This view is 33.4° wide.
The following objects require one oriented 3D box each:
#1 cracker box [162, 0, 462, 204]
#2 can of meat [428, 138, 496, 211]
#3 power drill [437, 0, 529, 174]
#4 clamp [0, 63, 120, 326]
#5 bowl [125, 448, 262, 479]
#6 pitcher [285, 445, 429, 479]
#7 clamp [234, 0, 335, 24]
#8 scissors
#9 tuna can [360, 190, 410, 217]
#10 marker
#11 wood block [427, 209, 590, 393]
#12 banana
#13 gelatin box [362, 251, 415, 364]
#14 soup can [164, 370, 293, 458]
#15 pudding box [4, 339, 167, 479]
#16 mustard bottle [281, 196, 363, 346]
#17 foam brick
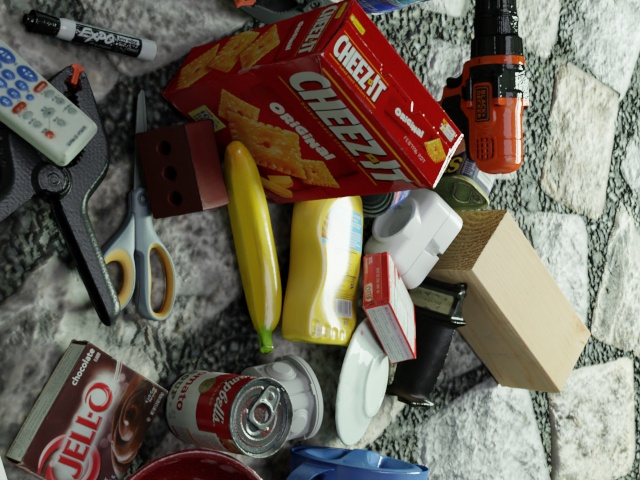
[{"bbox_3d":[-0.011,-0.109,0.929,0.164,0.214,0.072,45,60,-31],"label":"cracker box"},{"bbox_3d":[0.144,-0.081,1.140,0.057,0.102,0.084,41,61,-33],"label":"can of meat"},{"bbox_3d":[0.123,-0.155,1.066,0.057,0.188,0.184,-1,91,-40],"label":"power drill"},{"bbox_3d":[-0.214,-0.038,0.863,0.164,0.036,0.210,25,70,-29],"label":"clamp"},{"bbox_3d":[-0.117,0.255,0.907,0.161,0.055,0.162,2,86,-23],"label":"bowl"},{"bbox_3d":[0.015,0.318,1.000,0.149,0.145,0.243,9,85,-9],"label":"pitcher"},{"bbox_3d":[-0.002,-0.244,1.015,0.171,0.120,0.039,-7,58,-40],"label":"clamp"},{"bbox_3d":[-0.170,-0.024,0.917,0.096,0.016,0.202,-18,101,-45],"label":"scissors"},{"bbox_3d":[0.050,-0.069,1.067,0.033,0.086,0.086,-32,109,-39],"label":"tuna can"},{"bbox_3d":[-0.194,-0.172,0.900,0.120,0.020,0.020,8,84,-41],"label":"marker"},{"bbox_3d":[0.205,0.069,1.196,0.206,0.090,0.090,51,58,-29],"label":"wood block"},{"bbox_3d":[-0.060,0.001,0.981,0.037,0.070,0.198,-13,105,-10],"label":"banana"},{"bbox_3d":[0.068,0.067,1.065,0.073,0.030,0.089,-87,156,-48],"label":"gelatin box"},{"bbox_3d":[-0.082,0.150,0.934,0.068,0.102,0.068,1,88,-41],"label":"soup can"},{"bbox_3d":[-0.191,0.151,0.880,0.090,0.039,0.113,40,65,-34],"label":"pudding box"},{"bbox_3d":[0.006,0.005,1.042,0.096,0.058,0.191,15,78,-57],"label":"mustard bottle"},{"bbox_3d":[-0.119,-0.062,0.927,0.051,0.053,0.078,-30,109,-65],"label":"foam brick"}]
